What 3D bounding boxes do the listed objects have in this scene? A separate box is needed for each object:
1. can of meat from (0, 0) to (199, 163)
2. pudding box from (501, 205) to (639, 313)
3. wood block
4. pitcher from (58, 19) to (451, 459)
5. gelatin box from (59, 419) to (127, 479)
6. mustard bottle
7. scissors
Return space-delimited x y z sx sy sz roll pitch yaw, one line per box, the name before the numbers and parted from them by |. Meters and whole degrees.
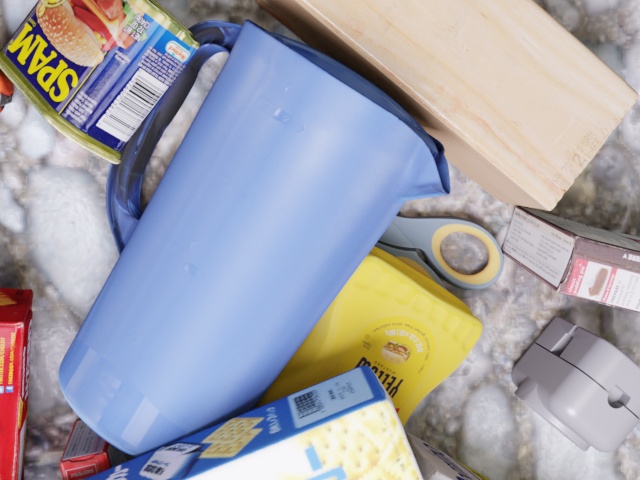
can of meat | -0.125 -0.107 0.601 0.084 0.102 0.057 -51 143 6
pudding box | 0.172 0.013 0.658 0.090 0.113 0.039 13 97 -10
wood block | 0.073 -0.117 0.638 0.206 0.091 0.090 38 89 -11
pitcher | -0.054 0.001 0.615 0.144 0.149 0.243 29 100 -26
gelatin box | -0.131 0.151 0.640 0.030 0.089 0.073 -12 98 -6
mustard bottle | 0.010 0.102 0.665 0.096 0.058 0.192 31 99 -21
scissors | 0.045 -0.025 0.682 0.096 0.016 0.201 -30 101 -2
